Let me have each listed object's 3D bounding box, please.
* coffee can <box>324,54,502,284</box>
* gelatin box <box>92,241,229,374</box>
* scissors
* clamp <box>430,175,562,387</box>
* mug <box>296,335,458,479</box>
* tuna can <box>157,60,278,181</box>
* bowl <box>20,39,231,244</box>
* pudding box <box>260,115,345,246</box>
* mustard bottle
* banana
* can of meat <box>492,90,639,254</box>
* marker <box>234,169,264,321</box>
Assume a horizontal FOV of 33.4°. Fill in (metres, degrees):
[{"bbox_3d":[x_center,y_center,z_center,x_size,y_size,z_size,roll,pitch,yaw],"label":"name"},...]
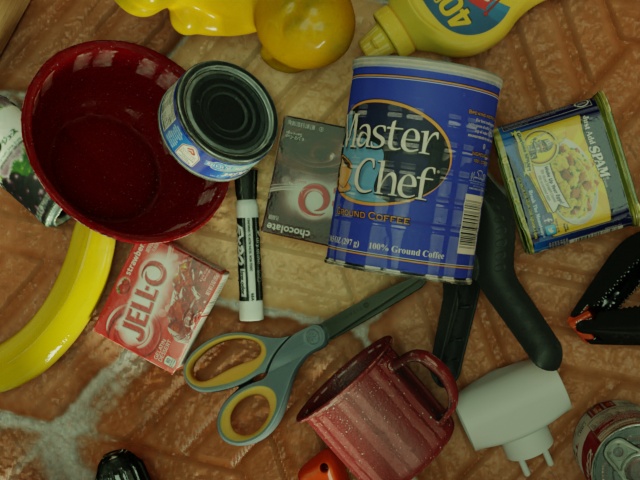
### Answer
[{"bbox_3d":[0.063,-0.047,0.727,0.103,0.102,0.140,8,92,6],"label":"coffee can"},{"bbox_3d":[-0.123,0.047,0.822,0.073,0.030,0.089,28,93,5],"label":"gelatin box"},{"bbox_3d":[-0.007,0.094,0.802,0.202,0.016,0.096,-14,74,13],"label":"scissors"},{"bbox_3d":[0.108,0.026,0.781,0.120,0.039,0.171,-29,67,43],"label":"clamp"},{"bbox_3d":[0.051,0.123,0.772,0.117,0.093,0.081,-40,92,29],"label":"mug"},{"bbox_3d":[-0.074,-0.089,0.789,0.086,0.034,0.086,13,63,-28],"label":"tuna can"},{"bbox_3d":[-0.148,-0.064,0.788,0.161,0.055,0.162,14,62,-28],"label":"bowl"},{"bbox_3d":[0.019,-0.039,0.801,0.113,0.039,0.090,12,92,5],"label":"pudding box"},{"bbox_3d":[0.112,-0.190,0.780,0.192,0.058,0.096,-33,86,6],"label":"mustard bottle"},{"bbox_3d":[-0.213,0.054,0.822,0.198,0.037,0.069,-45,111,4],"label":"banana"},{"bbox_3d":[0.177,-0.047,0.776,0.084,0.057,0.102,-17,89,8],"label":"can of meat"},{"bbox_3d":[-0.055,0.001,0.820,0.020,0.020,0.121,-3,91,6],"label":"marker"}]
